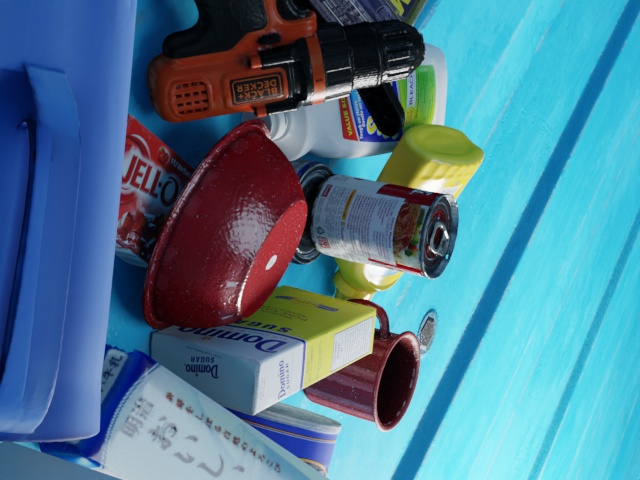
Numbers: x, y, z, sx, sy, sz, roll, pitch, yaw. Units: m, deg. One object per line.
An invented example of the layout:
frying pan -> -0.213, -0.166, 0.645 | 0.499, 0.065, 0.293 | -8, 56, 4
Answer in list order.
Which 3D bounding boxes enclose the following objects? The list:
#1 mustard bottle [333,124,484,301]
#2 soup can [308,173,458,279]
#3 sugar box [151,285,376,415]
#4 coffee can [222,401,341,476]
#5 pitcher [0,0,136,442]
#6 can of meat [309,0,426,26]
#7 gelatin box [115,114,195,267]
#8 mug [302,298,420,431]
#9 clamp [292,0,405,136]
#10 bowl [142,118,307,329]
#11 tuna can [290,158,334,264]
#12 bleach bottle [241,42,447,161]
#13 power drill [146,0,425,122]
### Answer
mustard bottle -> 0.063, -0.012, 0.943 | 0.096, 0.058, 0.192 | -13, 142, -51
soup can -> 0.050, -0.012, 0.847 | 0.068, 0.102, 0.068 | -32, 128, -53
sugar box -> -0.039, 0.077, 0.807 | 0.175, 0.093, 0.048 | -14, 112, -60
coffee can -> -0.051, 0.196, 0.824 | 0.102, 0.103, 0.140 | 24, 80, -62
pitcher -> -0.149, -0.029, 0.498 | 0.145, 0.149, 0.243 | 18, 80, -74
can of meat -> 0.031, -0.191, 0.755 | 0.084, 0.058, 0.102 | 48, 48, -22
gelatin box -> -0.120, -0.031, 0.678 | 0.089, 0.030, 0.073 | 45, 62, -58
mug -> 0.035, 0.107, 0.968 | 0.093, 0.082, 0.117 | -35, 131, -52
clamp -> 0.003, -0.161, 0.787 | 0.120, 0.039, 0.171 | 4, 67, -51
bowl -> -0.055, 0.001, 0.732 | 0.162, 0.055, 0.162 | -57, 166, -23
tuna can -> -0.019, -0.024, 0.864 | 0.086, 0.034, 0.086 | -33, 129, -53
bleach bottle -> 0.020, -0.106, 0.876 | 0.250, 0.068, 0.102 | -24, 122, -54
power drill -> -0.026, -0.168, 0.659 | 0.057, 0.184, 0.188 | -117, -162, -56
